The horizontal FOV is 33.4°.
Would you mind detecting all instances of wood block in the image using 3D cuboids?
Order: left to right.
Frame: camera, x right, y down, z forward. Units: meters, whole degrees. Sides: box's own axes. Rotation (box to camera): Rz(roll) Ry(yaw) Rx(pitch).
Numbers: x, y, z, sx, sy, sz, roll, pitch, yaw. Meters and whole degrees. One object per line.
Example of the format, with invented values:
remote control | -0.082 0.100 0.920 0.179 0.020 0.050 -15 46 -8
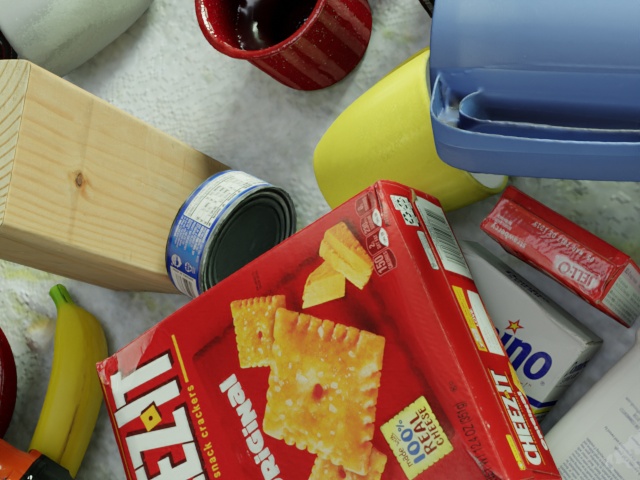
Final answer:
wood block | -0.145 -0.029 0.635 0.090 0.205 0.091 2 79 26

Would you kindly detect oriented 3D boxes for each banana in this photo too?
banana | -0.180 0.130 0.716 0.070 0.037 0.198 4 76 54

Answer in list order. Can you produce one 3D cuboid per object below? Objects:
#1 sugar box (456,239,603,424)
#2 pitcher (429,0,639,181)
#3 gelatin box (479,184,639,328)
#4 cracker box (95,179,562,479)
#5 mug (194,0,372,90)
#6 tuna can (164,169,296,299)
sugar box | 0.062 0.095 0.585 0.093 0.048 0.176 39 105 24
pitcher | 0.176 -0.080 0.490 0.243 0.144 0.149 9 82 33
gelatin box | 0.130 0.010 0.557 0.073 0.089 0.030 36 95 28
cracker box | -0.008 0.092 0.557 0.214 0.072 0.164 -32 64 25
mug | -0.011 -0.152 0.667 0.117 0.081 0.093 -48 63 9
tuna can | -0.054 0.001 0.652 0.034 0.086 0.086 27 91 30
